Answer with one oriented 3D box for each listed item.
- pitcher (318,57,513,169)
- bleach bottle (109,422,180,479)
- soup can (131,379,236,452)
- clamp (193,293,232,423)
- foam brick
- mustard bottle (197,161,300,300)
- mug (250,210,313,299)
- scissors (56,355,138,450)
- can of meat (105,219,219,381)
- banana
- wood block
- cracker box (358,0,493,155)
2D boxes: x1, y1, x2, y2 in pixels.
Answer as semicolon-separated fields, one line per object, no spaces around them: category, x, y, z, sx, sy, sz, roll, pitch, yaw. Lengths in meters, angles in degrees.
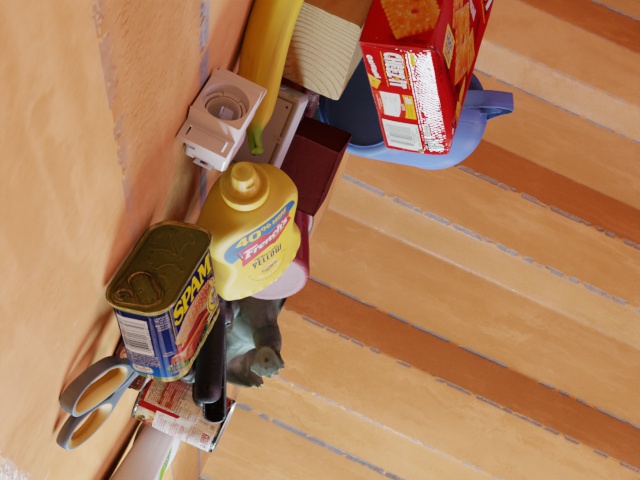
pitcher;0.101;-0.146;1.166;0.149;0.145;0.242;-50;165;18
bleach bottle;-0.221;0.291;1.269;0.250;0.068;0.103;-65;179;-47
soup can;-0.157;0.194;1.234;0.068;0.102;0.068;26;88;-87
clamp;-0.107;0.080;1.075;0.165;0.036;0.210;100;-9;-66
foam brick;-0.011;-0.073;1.046;0.053;0.051;0.078;-59;173;-62
mustard bottle;-0.063;-0.017;0.938;0.096;0.058;0.192;-36;161;-15
mug;-0.057;0.001;1.120;0.117;0.093;0.081;57;23;-46
scissors;-0.161;0.117;0.912;0.096;0.016;0.201;-62;164;21
can of meat;-0.122;0.049;0.851;0.102;0.057;0.084;-63;158;-44
banana;-0.034;-0.171;0.872;0.070;0.037;0.198;48;-49;45
wood block;0.021;-0.240;0.994;0.091;0.090;0.205;111;5;-50
cracker box;0.106;-0.209;0.971;0.164;0.072;0.213;67;38;-59
